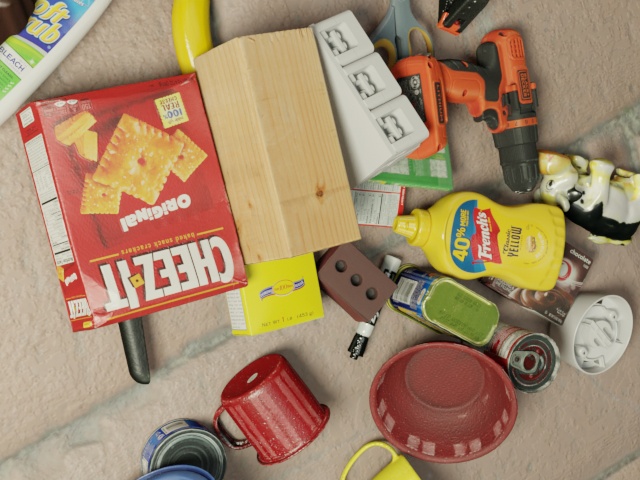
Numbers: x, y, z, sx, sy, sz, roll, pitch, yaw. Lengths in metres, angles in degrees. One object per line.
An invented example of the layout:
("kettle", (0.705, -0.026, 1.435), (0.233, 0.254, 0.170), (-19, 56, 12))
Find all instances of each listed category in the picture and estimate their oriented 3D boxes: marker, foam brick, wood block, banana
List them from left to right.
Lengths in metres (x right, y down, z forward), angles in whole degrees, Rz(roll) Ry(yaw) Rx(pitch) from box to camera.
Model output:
("banana", (-0.110, -0.185, 1.060), (0.069, 0.037, 0.198), (-12, 102, -20))
("wood block", (-0.042, -0.089, 1.022), (0.090, 0.090, 0.206), (-15, 93, -34))
("foam brick", (0.033, 0.043, 1.135), (0.078, 0.051, 0.053), (41, 79, -6))
("marker", (0.058, 0.074, 1.178), (0.020, 0.020, 0.121), (23, 88, -25))

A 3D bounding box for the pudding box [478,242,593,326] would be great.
("pudding box", (0.252, 0.035, 1.246), (0.113, 0.039, 0.090), (29, 85, -24))

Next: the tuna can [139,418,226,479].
("tuna can", (-0.141, 0.230, 1.104), (0.086, 0.034, 0.086), (-3, 98, -23))

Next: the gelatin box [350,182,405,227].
("gelatin box", (0.047, -0.053, 1.151), (0.089, 0.030, 0.073), (4, 97, -25))

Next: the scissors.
("scissors", (0.067, -0.244, 1.111), (0.096, 0.016, 0.201), (-27, 125, -8))

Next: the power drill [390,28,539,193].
("power drill", (0.163, -0.133, 1.147), (0.187, 0.057, 0.184), (-11, 92, -42))

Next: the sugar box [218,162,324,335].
("sugar box", (-0.057, 0.001, 1.083), (0.093, 0.048, 0.176), (-13, 96, -34))

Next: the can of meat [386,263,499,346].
("can of meat", (0.135, 0.072, 1.176), (0.102, 0.084, 0.057), (28, 85, -24))

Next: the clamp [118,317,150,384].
("clamp", (-0.192, 0.029, 1.050), (0.209, 0.036, 0.164), (40, 72, -22))

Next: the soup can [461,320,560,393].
("soup can", (0.213, 0.128, 1.207), (0.068, 0.102, 0.068), (-3, 98, -23))

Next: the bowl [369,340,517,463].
("bowl", (0.136, 0.167, 1.181), (0.162, 0.055, 0.162), (4, 118, 7))

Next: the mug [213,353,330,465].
("mug", (-0.060, 0.177, 1.111), (0.117, 0.093, 0.081), (-29, 106, 21))

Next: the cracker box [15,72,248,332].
("cracker box", (-0.174, -0.038, 1.002), (0.163, 0.072, 0.214), (-15, 91, -31))

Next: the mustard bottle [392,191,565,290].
("mustard bottle", (0.170, -0.004, 1.166), (0.191, 0.058, 0.096), (9, 88, -16))

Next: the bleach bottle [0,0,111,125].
("bleach bottle", (-0.261, -0.217, 0.978), (0.102, 0.068, 0.250), (42, 77, -19))

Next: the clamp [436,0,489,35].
("clamp", (0.174, -0.301, 1.127), (0.039, 0.120, 0.171), (13, 95, -23))
